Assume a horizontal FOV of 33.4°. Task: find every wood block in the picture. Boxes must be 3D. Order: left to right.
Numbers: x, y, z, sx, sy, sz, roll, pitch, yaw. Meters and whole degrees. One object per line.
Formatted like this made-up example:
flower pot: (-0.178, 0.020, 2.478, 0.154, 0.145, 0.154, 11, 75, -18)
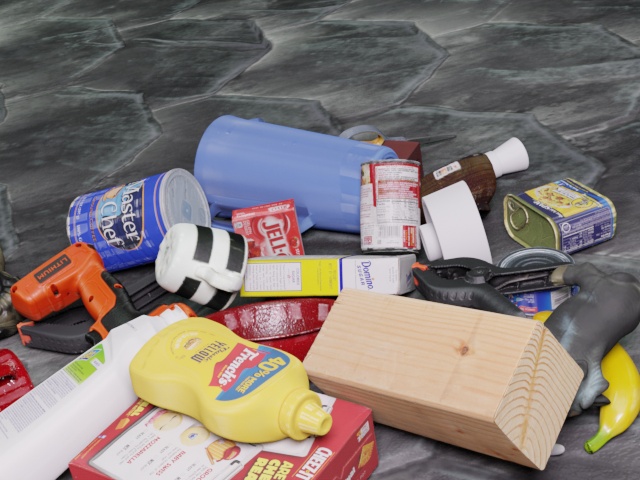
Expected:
wood block: (0.097, 0.110, 0.891, 0.207, 0.090, 0.090, 8, 61, 45)

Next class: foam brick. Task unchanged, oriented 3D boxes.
foam brick: (0.096, -0.089, 1.375, 0.051, 0.053, 0.078, 4, 34, 25)

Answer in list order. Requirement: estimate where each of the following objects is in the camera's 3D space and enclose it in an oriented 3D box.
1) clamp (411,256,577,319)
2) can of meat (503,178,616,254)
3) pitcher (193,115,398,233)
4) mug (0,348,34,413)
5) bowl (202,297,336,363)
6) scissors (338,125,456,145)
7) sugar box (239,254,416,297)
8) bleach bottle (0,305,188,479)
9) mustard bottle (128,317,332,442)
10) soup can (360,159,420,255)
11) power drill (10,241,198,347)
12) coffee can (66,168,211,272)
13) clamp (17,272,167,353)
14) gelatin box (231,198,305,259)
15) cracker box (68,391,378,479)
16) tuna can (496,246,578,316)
clamp: (0.160, 0.051, 1.057, 0.172, 0.039, 0.120, 1, 21, 33)
can of meat: (0.269, -0.025, 1.200, 0.083, 0.057, 0.102, -19, 31, -18)
pitcher: (-0.031, -0.069, 1.321, 0.243, 0.149, 0.144, 11, 10, 28)
mug: (-0.328, 0.152, 1.044, 0.081, 0.117, 0.093, -24, 69, -31)
bowl: (-0.046, 0.102, 1.058, 0.162, 0.055, 0.162, -7, 8, 1)
scissors: (0.093, -0.116, 1.444, 0.201, 0.096, 0.016, 3, 42, -42)
sugar box: (0.010, 0.039, 1.156, 0.176, 0.048, 0.093, 1, 2, 17)
bleach bottle: (-0.220, 0.150, 0.986, 0.250, 0.068, 0.103, -39, 28, -17)
mustard bottle: (-0.068, 0.124, 0.904, 0.192, 0.058, 0.096, 18, 35, 38)
soup can: (0.079, -0.036, 1.197, 0.068, 0.102, 0.068, 0, -5, 0)
power drill: (-0.245, 0.096, 1.118, 0.184, 0.057, 0.188, -36, 55, -24)
coffee can: (-0.217, -0.021, 1.283, 0.140, 0.103, 0.102, -13, 27, 24)
clamp: (-0.230, 0.089, 1.191, 0.210, 0.036, 0.165, -15, 31, -9)
gelatin box: (-0.058, 0.001, 1.231, 0.073, 0.089, 0.030, -10, 29, 1)
cracker box: (-0.082, 0.193, 0.923, 0.214, 0.072, 0.164, 11, 36, 32)
tuna can: (0.226, 0.042, 1.119, 0.086, 0.034, 0.086, -8, 29, 5)
